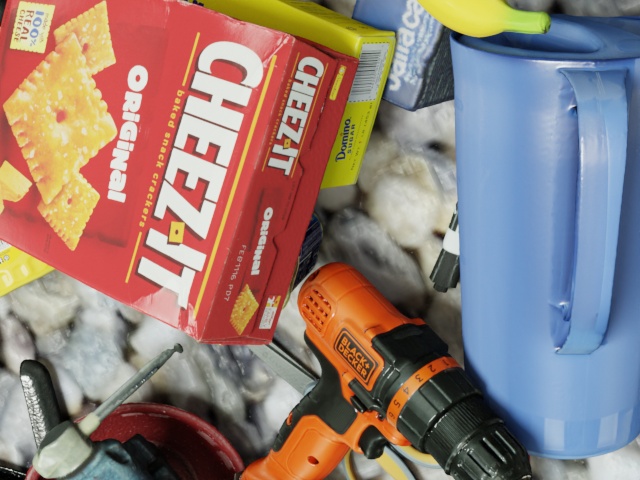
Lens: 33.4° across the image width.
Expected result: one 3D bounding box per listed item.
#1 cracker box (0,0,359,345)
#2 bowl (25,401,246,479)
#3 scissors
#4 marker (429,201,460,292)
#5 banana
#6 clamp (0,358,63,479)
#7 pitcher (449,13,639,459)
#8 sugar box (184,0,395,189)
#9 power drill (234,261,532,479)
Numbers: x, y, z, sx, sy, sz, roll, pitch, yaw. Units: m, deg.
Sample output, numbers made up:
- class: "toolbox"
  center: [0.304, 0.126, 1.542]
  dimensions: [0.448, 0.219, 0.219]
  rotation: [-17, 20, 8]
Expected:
- class: "cracker box"
  center: [-0.103, -0.055, 0.602]
  dimensions: [0.214, 0.072, 0.164]
  rotation: [22, 99, 33]
- class: "bowl"
  center: [-0.126, 0.188, 0.742]
  dimensions: [0.162, 0.055, 0.162]
  rotation: [0, 92, -9]
- class: "scissors"
  center: [0.019, 0.101, 0.724]
  dimensions: [0.096, 0.016, 0.202]
  rotation: [-34, 92, 16]
- class: "marker"
  center: [0.095, -0.023, 0.675]
  dimensions: [0.020, 0.020, 0.121]
  rotation: [20, 107, 8]
- class: "banana"
  center: [0.053, -0.183, 0.548]
  dimensions: [0.070, 0.037, 0.198]
  rotation: [-25, 88, 34]
- class: "clamp"
  center: [-0.207, 0.184, 0.785]
  dimensions: [0.120, 0.039, 0.171]
  rotation: [-33, 94, 16]
- class: "pitcher"
  center: [0.137, 0.000, 0.596]
  dimensions: [0.145, 0.148, 0.243]
  rotation: [20, 120, 45]
- class: "sugar box"
  center: [-0.045, -0.108, 0.639]
  dimensions: [0.176, 0.048, 0.093]
  rotation: [28, 113, 29]
- class: "power drill"
  center: [0.028, 0.134, 0.652]
  dimensions: [0.185, 0.057, 0.188]
  rotation: [47, 125, 34]
